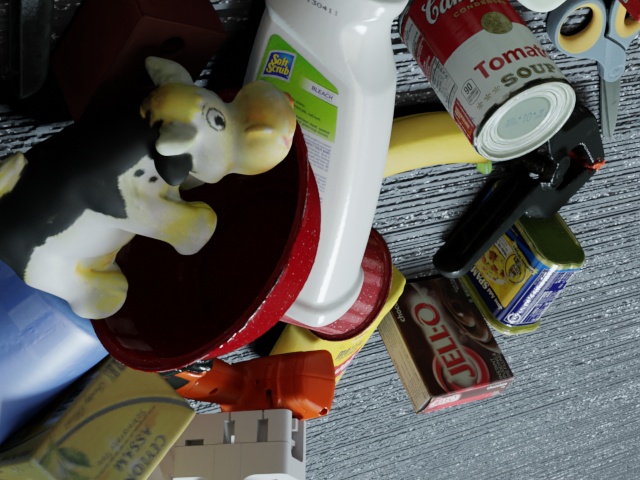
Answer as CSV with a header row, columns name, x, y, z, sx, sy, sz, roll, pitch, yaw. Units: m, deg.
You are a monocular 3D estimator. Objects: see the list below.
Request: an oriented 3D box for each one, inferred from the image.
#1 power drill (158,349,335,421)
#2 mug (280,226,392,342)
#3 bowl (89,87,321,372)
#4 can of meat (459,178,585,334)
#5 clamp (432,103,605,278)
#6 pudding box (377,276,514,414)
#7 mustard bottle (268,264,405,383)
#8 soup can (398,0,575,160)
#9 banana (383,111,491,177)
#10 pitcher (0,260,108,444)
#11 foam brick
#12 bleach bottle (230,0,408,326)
name,x,y,z,sx,sy,sz,roll,pitch,yaw
power drill,-0.076,0.088,0.772,0.185,0.057,0.187,-14,153,40
mug,-0.018,0.026,0.772,0.117,0.093,0.081,-33,146,30
bowl,-0.054,0.001,0.578,0.162,0.162,0.055,-40,137,19
can of meat,0.159,0.011,0.875,0.057,0.102,0.084,-5,140,-33
clamp,0.158,-0.048,0.797,0.209,0.036,0.165,1,116,-58
pudding box,0.105,0.089,0.936,0.089,0.113,0.039,-8,148,-31
mustard bottle,-0.003,0.093,0.907,0.096,0.058,0.192,-27,157,-41
soup can,0.099,-0.107,0.645,0.068,0.102,0.068,-20,149,-13
banana,0.060,-0.058,0.746,0.197,0.037,0.070,-10,135,-31
pitcher,-0.236,0.085,0.655,0.243,0.149,0.145,-36,117,8
foam brick,-0.095,-0.100,0.549,0.052,0.051,0.078,5,136,-42
bleach bottle,0.002,-0.070,0.611,0.068,0.103,0.251,-45,159,-46
